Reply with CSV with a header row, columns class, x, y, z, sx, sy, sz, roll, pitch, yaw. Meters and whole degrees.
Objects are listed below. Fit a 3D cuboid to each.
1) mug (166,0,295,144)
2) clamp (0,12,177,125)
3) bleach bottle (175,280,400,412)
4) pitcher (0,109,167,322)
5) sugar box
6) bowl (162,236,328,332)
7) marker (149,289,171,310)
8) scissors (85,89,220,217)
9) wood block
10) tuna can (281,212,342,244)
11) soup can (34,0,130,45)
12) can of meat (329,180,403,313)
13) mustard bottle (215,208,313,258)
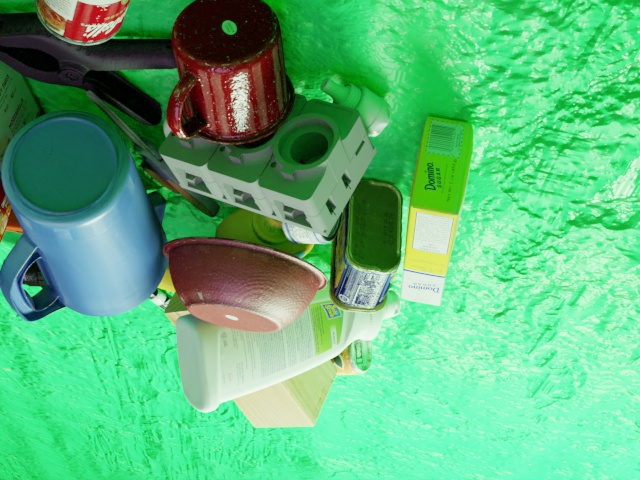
class,x,y,z,sx,sy,sz,roll,pitch,yaw
mug,-0.076,-0.126,0.810,0.093,0.117,0.081,33,154,22
clamp,-0.195,-0.154,0.889,0.171,0.039,0.120,18,147,-22
bleach bottle,-0.025,0.101,1.136,0.250,0.102,0.068,-12,-164,-28
pitcher,-0.224,-0.016,0.990,0.145,0.149,0.243,2,161,-2
sugar box,0.100,-0.021,0.942,0.048,0.093,0.176,11,152,5
bowl,-0.076,0.049,1.013,0.162,0.055,0.162,10,162,3
marker,-0.189,0.082,1.343,0.020,0.020,0.121,-7,146,34
scissors,-0.167,-0.085,0.990,0.096,0.016,0.201,24,165,48
wood block,-0.075,0.117,1.227,0.091,0.090,0.206,-7,130,34
tuna can,-0.007,-0.039,0.965,0.034,0.086,0.086,1,150,19
soup can,-0.164,-0.196,0.763,0.068,0.068,0.102,20,151,-13
can of meat,0.044,0.005,1.007,0.057,0.102,0.084,7,150,-6
mustard bottle,-0.057,0.001,1.049,0.096,0.058,0.192,-1,166,-12
